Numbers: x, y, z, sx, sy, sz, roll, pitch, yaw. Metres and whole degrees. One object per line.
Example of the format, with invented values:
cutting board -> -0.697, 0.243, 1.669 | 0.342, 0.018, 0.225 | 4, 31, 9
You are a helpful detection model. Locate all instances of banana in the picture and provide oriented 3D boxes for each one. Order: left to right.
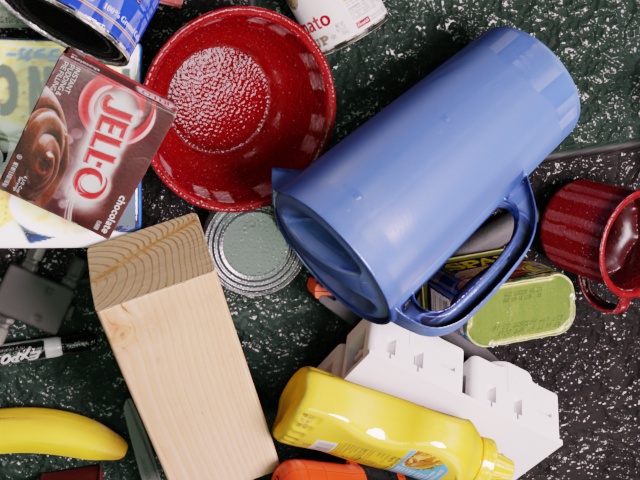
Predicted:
banana -> -0.264, 0.170, 0.890 | 0.197, 0.037, 0.069 | -10, 127, -6

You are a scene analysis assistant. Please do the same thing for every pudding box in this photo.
pudding box -> -0.168, -0.070, 0.773 | 0.090, 0.039, 0.114 | 26, 109, -15

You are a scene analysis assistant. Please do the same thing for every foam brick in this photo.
foam brick -> -0.206, 0.238, 0.904 | 0.051, 0.053, 0.078 | -8, 102, -9

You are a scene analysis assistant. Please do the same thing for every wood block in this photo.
wood block -> -0.106, 0.096, 0.840 | 0.090, 0.090, 0.206 | -19, 124, -6

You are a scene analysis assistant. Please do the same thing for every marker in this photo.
marker -> -0.246, 0.092, 0.882 | 0.121, 0.020, 0.020 | -8, 103, -9

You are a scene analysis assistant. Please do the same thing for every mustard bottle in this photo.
mustard bottle -> 0.063, 0.156, 0.843 | 0.191, 0.096, 0.058 | 19, 63, -9

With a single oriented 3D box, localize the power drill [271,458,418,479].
power drill -> 0.013, 0.263, 0.914 | 0.184, 0.057, 0.188 | 15, 118, -28

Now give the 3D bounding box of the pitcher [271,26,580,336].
pitcher -> 0.095, -0.050, 0.836 | 0.242, 0.145, 0.149 | -41, 119, -15

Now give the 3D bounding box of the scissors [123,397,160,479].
scissors -> -0.156, 0.235, 0.921 | 0.096, 0.016, 0.201 | -28, 111, 1

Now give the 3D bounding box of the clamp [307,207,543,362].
clamp -> 0.093, 0.054, 0.928 | 0.209, 0.036, 0.164 | -4, 102, -14

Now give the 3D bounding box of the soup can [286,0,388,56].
soup can -> 0.002, -0.206, 0.840 | 0.068, 0.068, 0.102 | -30, 106, -3

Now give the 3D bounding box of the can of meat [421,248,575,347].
can of meat -> 0.146, 0.047, 0.877 | 0.102, 0.084, 0.057 | -9, 105, -16

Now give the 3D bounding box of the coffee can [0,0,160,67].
coffee can -> -0.148, -0.208, 0.746 | 0.102, 0.103, 0.140 | 28, 80, -15

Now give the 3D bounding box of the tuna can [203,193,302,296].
tuna can -> -0.056, 0.001, 0.891 | 0.086, 0.034, 0.086 | -2, 102, -10

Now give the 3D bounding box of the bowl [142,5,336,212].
bowl -> -0.071, -0.106, 0.843 | 0.161, 0.055, 0.162 | -8, 111, -22

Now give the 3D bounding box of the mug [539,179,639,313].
mug -> 0.244, 0.005, 0.913 | 0.093, 0.082, 0.117 | -16, 111, -28
